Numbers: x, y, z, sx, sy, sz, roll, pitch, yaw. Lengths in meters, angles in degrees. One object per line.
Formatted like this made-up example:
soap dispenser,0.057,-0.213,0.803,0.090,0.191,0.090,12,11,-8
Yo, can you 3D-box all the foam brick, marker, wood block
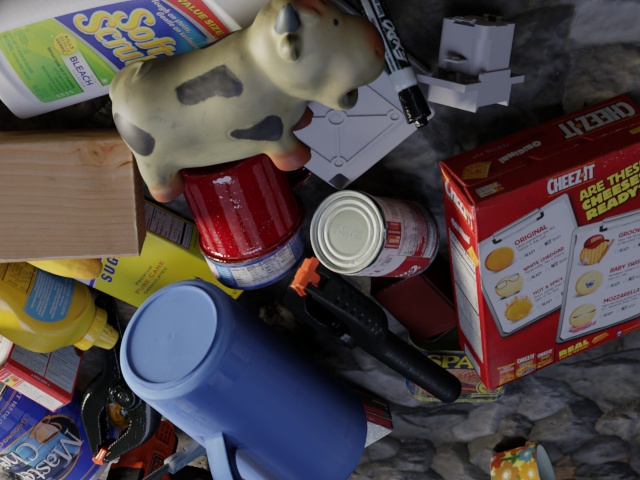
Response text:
foam brick,0.087,0.042,0.947,0.051,0.053,0.078,-29,125,26
marker,0.049,-0.136,0.750,0.020,0.020,0.121,-24,87,23
wood block,-0.239,-0.035,0.801,0.206,0.090,0.091,-3,101,-5

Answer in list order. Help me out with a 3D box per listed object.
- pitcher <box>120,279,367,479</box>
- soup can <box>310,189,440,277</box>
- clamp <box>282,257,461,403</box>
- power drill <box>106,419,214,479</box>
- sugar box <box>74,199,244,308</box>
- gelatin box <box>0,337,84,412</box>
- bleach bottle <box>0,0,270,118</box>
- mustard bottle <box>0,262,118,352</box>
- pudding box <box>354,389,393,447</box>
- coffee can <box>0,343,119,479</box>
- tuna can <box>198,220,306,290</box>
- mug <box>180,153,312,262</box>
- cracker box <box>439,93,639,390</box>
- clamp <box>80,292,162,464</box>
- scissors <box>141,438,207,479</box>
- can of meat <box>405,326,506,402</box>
pitcher,-0.066,0.142,0.931,0.145,0.149,0.242,-48,139,-4
soup can,0.045,-0.005,0.861,0.069,0.068,0.102,-28,164,26
clamp,0.034,0.077,0.914,0.165,0.036,0.210,18,160,25
power drill,-0.152,0.292,1.121,0.057,0.184,0.187,-8,145,35
sugar box,-0.156,0.013,0.935,0.176,0.048,0.093,25,130,-21
gelatin box,-0.260,0.104,0.997,0.030,0.089,0.073,-32,125,30
bleach bottle,-0.120,-0.166,0.752,0.251,0.068,0.102,-15,133,13
mustard bottle,-0.261,0.045,0.935,0.191,0.096,0.058,33,122,-26
pudding box,0.004,0.192,1.096,0.089,0.039,0.114,27,128,-36
coffee can,-0.286,0.182,1.063,0.103,0.103,0.140,-28,126,26
tuna can,-0.056,0.001,0.890,0.086,0.086,0.033,-11,130,13
mug,-0.057,-0.048,0.852,0.117,0.093,0.081,-30,128,-12
cracker box,0.189,0.005,0.865,0.164,0.072,0.213,-21,133,-9
clamp,-0.171,0.140,1.012,0.120,0.039,0.171,19,111,12
scissors,-0.132,0.204,1.048,0.201,0.016,0.096,-23,149,-38
can of meat,0.130,0.108,1.007,0.102,0.057,0.084,2,136,1
